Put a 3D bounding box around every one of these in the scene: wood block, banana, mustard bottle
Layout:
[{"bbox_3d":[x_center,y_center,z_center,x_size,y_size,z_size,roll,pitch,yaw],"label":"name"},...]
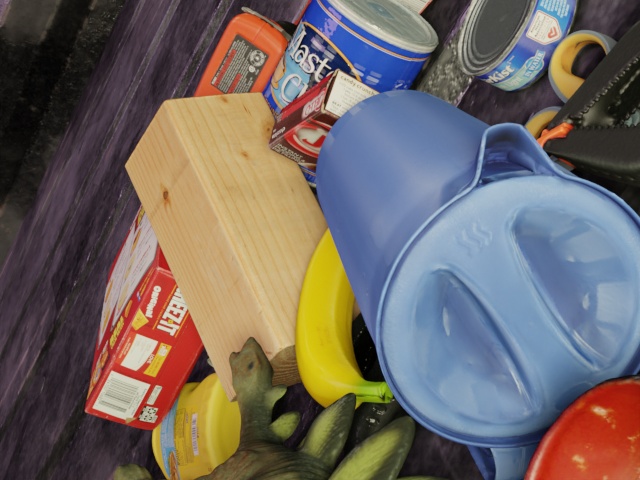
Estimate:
[{"bbox_3d":[-0.056,0.001,0.789,0.091,0.090,0.206,-48,62,46],"label":"wood block"},{"bbox_3d":[0.015,0.045,0.694,0.070,0.037,0.198,-23,38,18],"label":"banana"},{"bbox_3d":[-0.103,0.170,0.920,0.192,0.058,0.096,153,115,-61],"label":"mustard bottle"}]

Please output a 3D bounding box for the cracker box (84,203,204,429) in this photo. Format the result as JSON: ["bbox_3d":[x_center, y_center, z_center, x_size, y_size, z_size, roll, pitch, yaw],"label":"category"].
[{"bbox_3d":[-0.137,0.035,0.942,0.164,0.072,0.213,-60,19,28],"label":"cracker box"}]

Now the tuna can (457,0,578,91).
[{"bbox_3d":[0.126,-0.140,0.683,0.086,0.033,0.086,-51,27,39],"label":"tuna can"}]

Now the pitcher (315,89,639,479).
[{"bbox_3d":[0.070,0.005,0.578,0.149,0.145,0.243,-52,20,10],"label":"pitcher"}]

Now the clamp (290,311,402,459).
[{"bbox_3d":[0.028,0.113,0.682,0.120,0.039,0.171,25,91,54],"label":"clamp"}]

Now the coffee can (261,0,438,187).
[{"bbox_3d":[0.014,-0.125,0.848,0.140,0.102,0.103,-58,23,27],"label":"coffee can"}]

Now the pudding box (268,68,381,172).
[{"bbox_3d":[0.032,-0.065,0.733,0.090,0.113,0.039,-22,47,63],"label":"pudding box"}]

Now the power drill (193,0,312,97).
[{"bbox_3d":[-0.048,-0.146,0.977,0.185,0.057,0.187,-61,-9,23],"label":"power drill"}]
